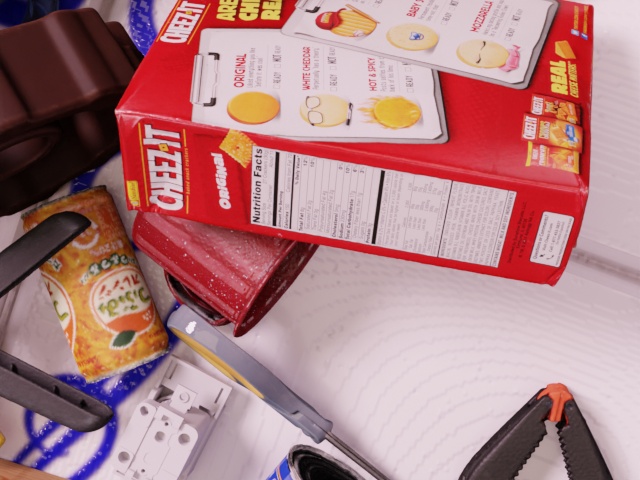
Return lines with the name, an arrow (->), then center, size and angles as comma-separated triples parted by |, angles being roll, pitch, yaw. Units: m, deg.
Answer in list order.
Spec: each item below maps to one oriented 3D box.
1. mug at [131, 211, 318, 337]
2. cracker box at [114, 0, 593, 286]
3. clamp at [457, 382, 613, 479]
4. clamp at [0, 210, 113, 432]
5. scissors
mug -> -0.054, 0.001, 0.600 | 0.081, 0.093, 0.117 | 37, 132, 7
cracker box -> 0.025, -0.069, 0.541 | 0.214, 0.164, 0.072 | 10, 133, 6
clamp -> 0.128, 0.189, 0.611 | 0.164, 0.036, 0.210 | 16, 96, 6
clamp -> -0.194, 0.060, 0.587 | 0.171, 0.039, 0.120 | -14, 88, 8
scissors -> -0.018, 0.098, 0.624 | 0.201, 0.096, 0.016 | 44, 77, -28
